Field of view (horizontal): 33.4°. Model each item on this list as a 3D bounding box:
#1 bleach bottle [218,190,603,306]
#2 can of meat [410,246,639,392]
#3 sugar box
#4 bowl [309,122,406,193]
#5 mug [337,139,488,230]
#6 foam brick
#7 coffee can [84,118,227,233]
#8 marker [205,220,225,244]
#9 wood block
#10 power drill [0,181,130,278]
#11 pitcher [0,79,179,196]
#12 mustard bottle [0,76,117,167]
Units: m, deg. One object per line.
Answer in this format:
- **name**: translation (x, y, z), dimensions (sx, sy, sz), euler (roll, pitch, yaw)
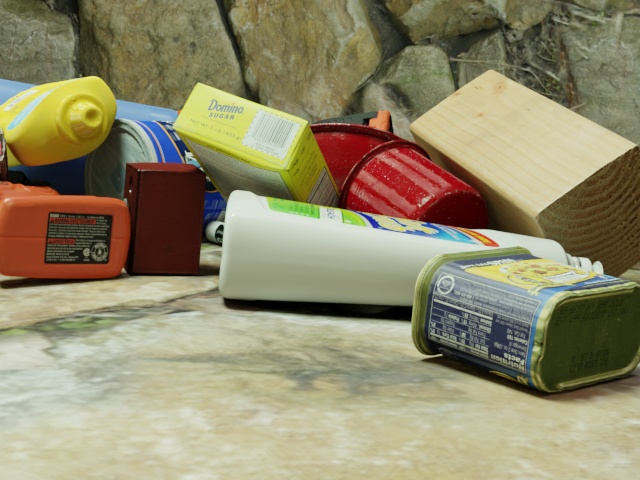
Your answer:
- **bleach bottle**: translation (0.060, 0.014, 0.715), dimensions (0.250, 0.068, 0.102), euler (6, 9, -4)
- **can of meat**: translation (0.114, 0.041, 0.573), dimensions (0.101, 0.057, 0.084), euler (-4, 14, -42)
- **sugar box**: translation (-0.038, -0.048, 0.809), dimensions (0.093, 0.048, 0.176), euler (22, -13, 18)
- **bowl**: translation (0.023, -0.053, 1.041), dimensions (0.162, 0.055, 0.162), euler (6, -22, 2)
- **mug**: translation (0.079, -0.012, 0.824), dimensions (0.082, 0.093, 0.117), euler (40, -11, 47)
- **foam brick**: translation (-0.116, -0.017, 0.782), dimensions (0.051, 0.078, 0.053), euler (3, 9, -19)
- **coffee can**: translation (-0.123, -0.055, 0.952), dimensions (0.103, 0.103, 0.140), euler (12, 12, 44)
- **marker**: translation (-0.056, 0.001, 0.886), dimensions (0.020, 0.020, 0.121), euler (-3, 11, -38)
- **wood block**: translation (0.164, -0.049, 0.832), dimensions (0.090, 0.090, 0.206), euler (-34, 32, -5)
- **power drill**: translation (-0.240, -0.015, 0.768), dimensions (0.184, 0.057, 0.188), euler (-1, 10, -42)
- **pitcher**: translation (-0.266, -0.087, 1.074), dimensions (0.242, 0.145, 0.149), euler (7, 20, -5)
- **mustard bottle**: translation (-0.223, -0.100, 0.901), dimensions (0.096, 0.058, 0.192), euler (-39, 21, -22)
